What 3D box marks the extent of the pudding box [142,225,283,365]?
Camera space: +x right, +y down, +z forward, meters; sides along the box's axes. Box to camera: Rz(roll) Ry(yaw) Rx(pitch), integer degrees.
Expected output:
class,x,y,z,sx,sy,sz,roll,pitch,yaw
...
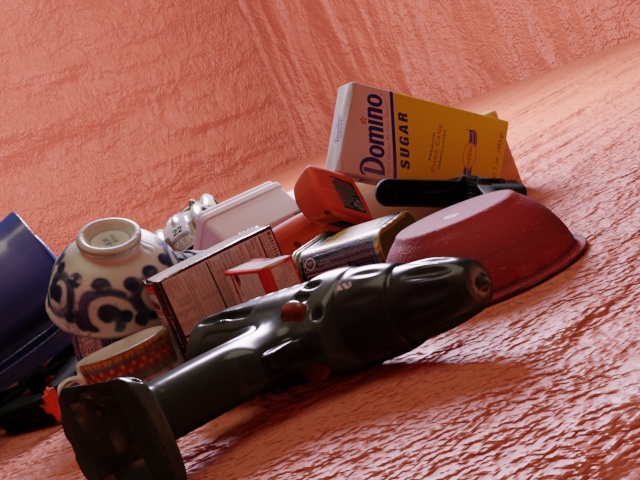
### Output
class,x,y,z,sx,sy,sz,roll,pitch,yaw
pudding box,-0.075,0.050,0.870,0.113,0.090,0.039,-27,9,-27

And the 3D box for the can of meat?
class,x,y,z,sx,sy,sz,roll,pitch,yaw
can of meat,0.036,0.016,0.918,0.084,0.057,0.102,-17,8,27

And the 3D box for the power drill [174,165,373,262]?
class,x,y,z,sx,sy,sz,roll,pitch,yaw
power drill,-0.057,0.001,1.010,0.188,0.057,0.184,-32,-17,22

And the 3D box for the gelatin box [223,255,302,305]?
class,x,y,z,sx,sy,sz,roll,pitch,yaw
gelatin box,-0.035,0.051,0.806,0.030,0.073,0.089,-24,6,-22

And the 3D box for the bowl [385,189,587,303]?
class,x,y,z,sx,sy,sz,roll,pitch,yaw
bowl,0.107,0.005,0.776,0.162,0.055,0.162,-23,7,3

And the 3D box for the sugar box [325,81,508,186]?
class,x,y,z,sx,sy,sz,roll,pitch,yaw
sugar box,0.098,-0.094,1.073,0.176,0.093,0.048,11,-5,-21

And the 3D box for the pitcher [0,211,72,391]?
class,x,y,z,sx,sy,sz,roll,pitch,yaw
pitcher,-0.342,0.096,1.010,0.242,0.145,0.149,-38,-2,-15

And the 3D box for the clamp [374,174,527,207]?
class,x,y,z,sx,sy,sz,roll,pitch,yaw
clamp,0.145,-0.039,0.971,0.120,0.039,0.171,21,20,40

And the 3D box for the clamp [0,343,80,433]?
class,x,y,z,sx,sy,sz,roll,pitch,yaw
clamp,-0.269,0.143,0.991,0.164,0.036,0.210,-34,12,-11
